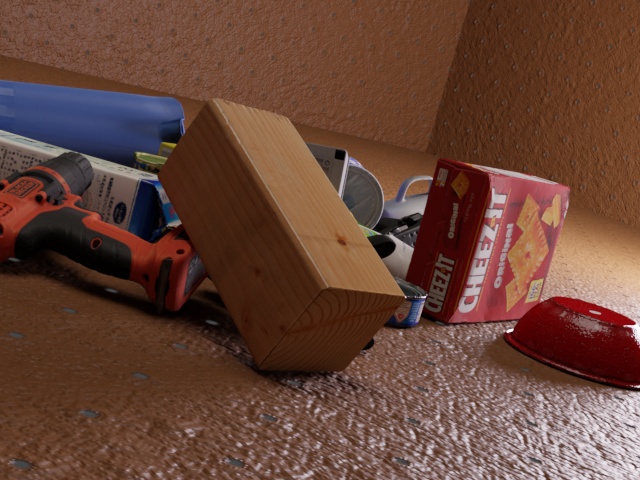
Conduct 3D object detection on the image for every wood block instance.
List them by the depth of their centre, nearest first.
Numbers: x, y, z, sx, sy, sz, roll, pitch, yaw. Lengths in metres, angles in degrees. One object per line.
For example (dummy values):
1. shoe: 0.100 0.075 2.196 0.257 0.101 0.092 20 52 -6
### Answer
1. wood block: -0.036 -0.006 0.833 0.090 0.090 0.206 9 39 -45

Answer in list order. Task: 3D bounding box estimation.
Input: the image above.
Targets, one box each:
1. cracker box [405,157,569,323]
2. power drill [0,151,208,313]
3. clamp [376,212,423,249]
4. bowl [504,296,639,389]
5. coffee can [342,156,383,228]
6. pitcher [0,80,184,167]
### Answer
1. cracker box: 0.188 0.004 1.180 0.072 0.164 0.213 20 10 35
2. power drill: -0.181 -0.013 0.902 0.188 0.057 0.184 16 28 9
3. clamp: 0.126 -0.017 1.325 0.165 0.036 0.209 -18 7 20
4. bowl: 0.275 0.098 1.105 0.162 0.055 0.162 15 10 -3
5. coffee can: 0.028 -0.064 1.503 0.102 0.103 0.140 14 9 -8
6. pitcher: -0.292 -0.115 1.258 0.242 0.149 0.145 5 29 -34
